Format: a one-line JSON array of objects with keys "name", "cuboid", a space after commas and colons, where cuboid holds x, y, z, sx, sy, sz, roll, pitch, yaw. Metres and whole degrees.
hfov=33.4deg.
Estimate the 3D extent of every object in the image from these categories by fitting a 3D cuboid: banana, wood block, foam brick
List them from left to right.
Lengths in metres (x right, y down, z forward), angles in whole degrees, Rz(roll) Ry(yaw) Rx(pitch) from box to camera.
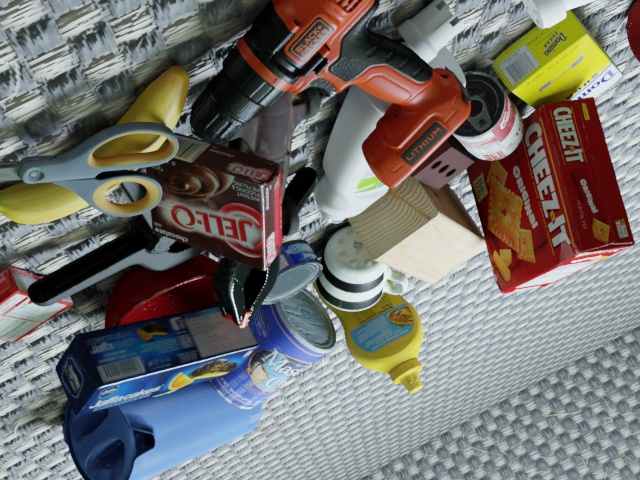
[{"name": "banana", "cuboid": [-0.174, -0.063, 0.826, 0.198, 0.037, 0.069, -32, 160, 6]}, {"name": "wood block", "cuboid": [0.109, -0.022, 1.225, 0.090, 0.091, 0.205, -36, 158, 14]}, {"name": "foam brick", "cuboid": [0.117, -0.094, 1.121, 0.053, 0.051, 0.078, -37, 158, 18]}]

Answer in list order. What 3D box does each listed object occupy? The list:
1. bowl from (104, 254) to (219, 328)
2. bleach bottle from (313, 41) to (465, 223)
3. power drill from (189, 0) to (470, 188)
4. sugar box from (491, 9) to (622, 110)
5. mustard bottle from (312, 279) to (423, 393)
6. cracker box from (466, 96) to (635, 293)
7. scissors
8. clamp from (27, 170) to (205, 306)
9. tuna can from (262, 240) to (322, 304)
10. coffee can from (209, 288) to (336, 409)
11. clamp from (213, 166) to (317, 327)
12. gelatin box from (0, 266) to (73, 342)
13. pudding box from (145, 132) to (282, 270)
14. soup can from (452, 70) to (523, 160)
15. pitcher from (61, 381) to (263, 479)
[{"name": "bowl", "cuboid": [-0.161, 0.058, 1.102, 0.162, 0.055, 0.162, -26, 159, -11]}, {"name": "bleach bottle", "cuboid": [0.045, -0.088, 1.028, 0.102, 0.068, 0.251, -18, 159, -28]}, {"name": "power drill", "cuboid": [0.014, -0.114, 0.834, 0.185, 0.057, 0.187, -43, 133, 19]}, {"name": "sugar box", "cuboid": [0.251, -0.178, 1.114, 0.093, 0.048, 0.176, -37, 157, 20]}, {"name": "mustard bottle", "cuboid": [0.072, 0.102, 1.318, 0.096, 0.192, 0.058, -27, 159, -6]}, {"name": "cracker box", "cuboid": [0.245, -0.042, 1.181, 0.072, 0.164, 0.214, -10, 169, -16]}, {"name": "scissors", "cuboid": [-0.203, -0.041, 0.799, 0.201, 0.016, 0.096, -15, 138, -10]}, {"name": "clamp", "cuboid": [-0.162, -0.001, 0.978, 0.165, 0.036, 0.209, -48, 156, 20]}, {"name": "tuna can", "cuboid": [-0.043, 0.037, 1.240, 0.086, 0.034, 0.086, -26, 159, -11]}, {"name": "coffee can", "cuboid": [-0.065, 0.131, 1.332, 0.140, 0.103, 0.102, -39, 158, 24]}, {"name": "clamp", "cuboid": [-0.057, 0.001, 1.050, 0.120, 0.039, 0.172, -13, 127, -41]}, {"name": "gelatin box", "cuboid": [-0.284, 0.060, 0.979, 0.073, 0.030, 0.089, -33, 159, 13]}, {"name": "pudding box", "cuboid": [-0.087, -0.033, 0.876, 0.039, 0.114, 0.090, -50, 151, -43]}, {"name": "soup can", "cuboid": [0.166, -0.125, 1.090, 0.068, 0.068, 0.102, -35, 160, 13]}, {"name": "pitcher", "cuboid": [-0.199, 0.224, 1.362, 0.242, 0.149, 0.145, -11, 138, -48]}]
